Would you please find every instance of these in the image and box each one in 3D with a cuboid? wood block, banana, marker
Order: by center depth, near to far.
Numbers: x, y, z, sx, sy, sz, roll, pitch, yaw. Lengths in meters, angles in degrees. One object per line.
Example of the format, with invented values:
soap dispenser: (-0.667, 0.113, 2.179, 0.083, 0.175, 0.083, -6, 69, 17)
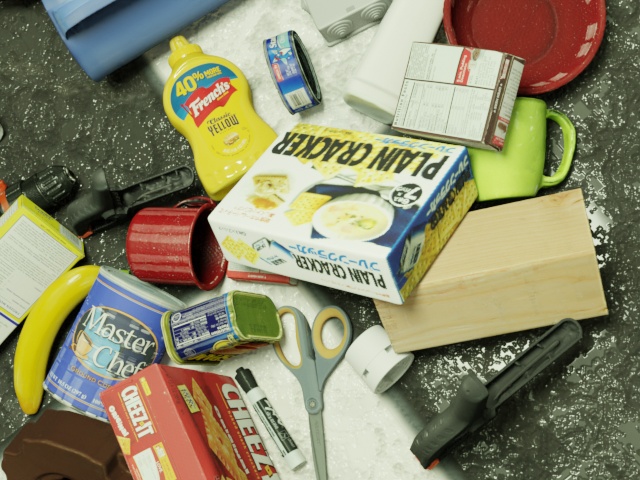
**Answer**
wood block: (0.159, 0.031, 1.023, 0.206, 0.090, 0.091, -12, 40, 14)
marker: (-0.054, 0.184, 1.115, 0.020, 0.020, 0.121, -37, 73, 8)
banana: (-0.294, 0.099, 1.183, 0.069, 0.037, 0.198, 35, 94, -4)

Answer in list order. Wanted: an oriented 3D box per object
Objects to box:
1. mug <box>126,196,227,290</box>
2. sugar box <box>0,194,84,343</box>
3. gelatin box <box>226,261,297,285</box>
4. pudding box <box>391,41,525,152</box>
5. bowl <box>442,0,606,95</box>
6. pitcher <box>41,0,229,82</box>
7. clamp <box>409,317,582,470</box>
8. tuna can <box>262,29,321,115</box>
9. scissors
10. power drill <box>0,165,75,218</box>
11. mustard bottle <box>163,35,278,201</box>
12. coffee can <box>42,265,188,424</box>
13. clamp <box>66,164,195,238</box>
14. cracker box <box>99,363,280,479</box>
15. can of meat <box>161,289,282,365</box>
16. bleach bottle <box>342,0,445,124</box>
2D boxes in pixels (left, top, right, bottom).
mug: (-0.150, -0.003, 1.146, 0.082, 0.093, 0.117, 2, 50, 22)
sugar box: (-0.357, 0.044, 1.193, 0.176, 0.048, 0.093, -44, 116, 7)
gelatin box: (-0.057, 0.001, 1.141, 0.073, 0.030, 0.089, 4, 81, 18)
pudding box: (0.129, -0.138, 1.012, 0.114, 0.039, 0.090, 16, 93, 42)
bowl: (0.201, -0.223, 1.074, 0.162, 0.055, 0.162, 0, 89, 0)
pitcher: (-0.178, -0.284, 1.161, 0.243, 0.145, 0.149, -28, 53, 4)
clamp: (0.152, 0.152, 1.002, 0.036, 0.164, 0.210, 53, 142, 19)
tuna can: (-0.029, -0.179, 1.133, 0.034, 0.086, 0.086, -19, 76, 11)
scissors: (0.008, 0.155, 1.102, 0.096, 0.016, 0.202, -25, 75, 13)
power drill: (-0.394, -0.082, 1.196, 0.184, 0.057, 0.187, -31, 109, 8)
mustard bottle: (-0.117, -0.144, 1.167, 0.096, 0.058, 0.192, -27, 73, -5)
coffee can: (-0.217, 0.111, 1.132, 0.103, 0.102, 0.140, 26, 89, 19)
clamp: (-0.214, -0.044, 1.160, 0.172, 0.120, 0.039, -29, 67, 56)
cracker box: (-0.112, 0.209, 1.025, 0.072, 0.213, 0.164, -28, 74, 8)
can of meat: (-0.099, 0.089, 1.094, 0.084, 0.102, 0.057, -21, 75, 23)
bleach bottle: (0.105, -0.246, 1.095, 0.068, 0.102, 0.251, 26, 89, -2)
